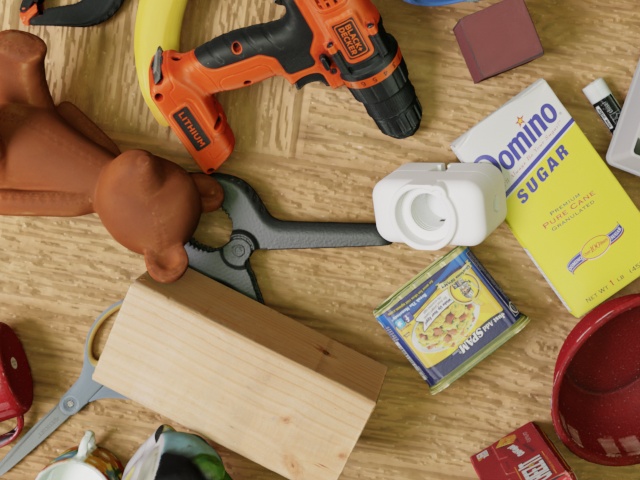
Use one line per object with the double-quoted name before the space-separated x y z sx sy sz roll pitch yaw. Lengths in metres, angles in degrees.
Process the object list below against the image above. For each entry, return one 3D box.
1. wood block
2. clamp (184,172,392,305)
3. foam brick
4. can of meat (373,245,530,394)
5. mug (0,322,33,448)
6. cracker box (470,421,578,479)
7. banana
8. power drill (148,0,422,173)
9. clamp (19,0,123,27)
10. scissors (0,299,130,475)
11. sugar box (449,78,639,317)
"wood block" -0.061 0.104 0.848 0.206 0.090 0.090 26 106 4
"clamp" -0.056 0.001 0.894 0.210 0.036 0.164 42 97 -2
"foam brick" 0.140 -0.160 0.853 0.053 0.078 0.051 -21 94 4
"can of meat" 0.106 0.062 0.881 0.102 0.057 0.084 -38 89 4
"mug" -0.289 0.127 0.896 0.081 0.093 0.117 -17 115 -1
"cracker box" 0.210 0.261 0.834 0.072 0.164 0.213 -33 92 3
"banana" -0.113 -0.190 0.865 0.069 0.037 0.198 24 108 -9
"power drill" -0.027 -0.125 0.852 0.188 0.057 0.184 -24 128 12
"clamp" -0.182 -0.242 0.883 0.171 0.039 0.120 -27 95 2
"scissors" -0.195 0.144 0.923 0.096 0.016 0.202 32 95 1
"sugar box" 0.194 -0.035 0.874 0.093 0.048 0.176 -37 92 5
